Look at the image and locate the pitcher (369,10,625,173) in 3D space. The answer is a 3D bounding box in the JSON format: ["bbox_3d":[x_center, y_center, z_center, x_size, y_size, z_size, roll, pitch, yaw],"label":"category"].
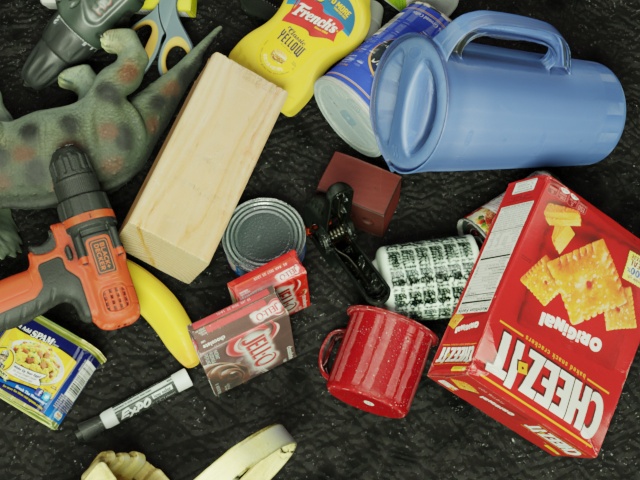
[{"bbox_3d":[0.184,-0.138,1.052,0.242,0.149,0.145,-1,91,-29],"label":"pitcher"}]

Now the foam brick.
[{"bbox_3d":[0.039,-0.048,1.106,0.078,0.053,0.051,22,68,11],"label":"foam brick"}]

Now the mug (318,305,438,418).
[{"bbox_3d":[0.046,0.116,1.019,0.117,0.093,0.081,7,68,37],"label":"mug"}]

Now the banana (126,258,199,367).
[{"bbox_3d":[-0.195,0.057,1.076,0.198,0.037,0.069,25,86,13],"label":"banana"}]

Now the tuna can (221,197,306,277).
[{"bbox_3d":[-0.057,0.001,1.096,0.086,0.034,0.086,-1,66,1],"label":"tuna can"}]

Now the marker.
[{"bbox_3d":[-0.182,0.161,1.036,0.121,0.020,0.020,-27,68,-11],"label":"marker"}]

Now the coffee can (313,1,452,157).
[{"bbox_3d":[0.078,-0.171,1.132,0.140,0.103,0.103,-42,71,-16],"label":"coffee can"}]

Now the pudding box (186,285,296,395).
[{"bbox_3d":[-0.073,0.096,1.010,0.090,0.113,0.039,-24,66,-9],"label":"pudding box"}]

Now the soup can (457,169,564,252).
[{"bbox_3d":[0.199,-0.019,1.080,0.102,0.068,0.068,-33,69,-13],"label":"soup can"}]

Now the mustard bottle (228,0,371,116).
[{"bbox_3d":[-0.003,-0.233,1.151,0.096,0.058,0.192,45,96,10],"label":"mustard bottle"}]

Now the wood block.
[{"bbox_3d":[-0.122,-0.074,1.088,0.090,0.091,0.206,28,68,-12],"label":"wood block"}]

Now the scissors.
[{"bbox_3d":[-0.153,-0.259,1.185,0.096,0.016,0.202,33,96,1],"label":"scissors"}]

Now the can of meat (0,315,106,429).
[{"bbox_3d":[-0.275,0.123,1.035,0.102,0.057,0.084,27,71,13],"label":"can of meat"}]

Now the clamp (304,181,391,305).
[{"bbox_3d":[0.015,-0.013,1.032,0.039,0.172,0.120,-19,110,-16],"label":"clamp"}]

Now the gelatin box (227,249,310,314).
[{"bbox_3d":[-0.049,0.053,1.042,0.073,0.089,0.030,-26,67,-10],"label":"gelatin box"}]

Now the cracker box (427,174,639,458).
[{"bbox_3d":[0.217,0.070,0.996,0.164,0.072,0.213,33,69,-19],"label":"cracker box"}]

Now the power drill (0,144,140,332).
[{"bbox_3d":[-0.278,0.014,0.998,0.187,0.057,0.184,-17,81,-17],"label":"power drill"}]
